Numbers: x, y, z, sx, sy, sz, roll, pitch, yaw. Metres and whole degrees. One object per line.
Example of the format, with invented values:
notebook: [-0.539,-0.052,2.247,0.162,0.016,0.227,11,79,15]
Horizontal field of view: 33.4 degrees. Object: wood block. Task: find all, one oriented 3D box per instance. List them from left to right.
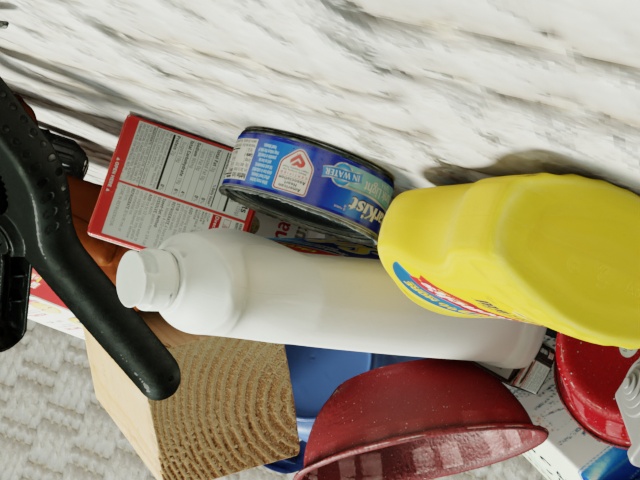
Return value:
wood block: [-0.097,0.086,0.732,0.090,0.090,0.206,-13,-167,-20]

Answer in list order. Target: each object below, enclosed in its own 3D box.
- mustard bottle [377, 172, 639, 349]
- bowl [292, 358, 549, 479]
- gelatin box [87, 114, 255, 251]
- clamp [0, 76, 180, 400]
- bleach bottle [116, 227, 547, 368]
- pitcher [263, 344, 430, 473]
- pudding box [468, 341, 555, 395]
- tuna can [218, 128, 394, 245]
mustard bottle: [0.078,0.007,0.479,0.096,0.058,0.192,20,175,-16]
bowl: [0.058,0.114,0.674,0.162,0.055,0.162,-9,158,-4]
gelatin box: [-0.081,-0.024,0.622,0.089,0.073,0.030,18,176,-6]
clamp: [-0.172,-0.006,0.598,0.165,0.036,0.210,0,120,42]
bleach bottle: [0.009,0.029,0.588,0.250,0.068,0.103,5,-170,-39]
pitcher: [0.018,0.120,0.854,0.145,0.149,0.242,9,167,19]
pudding box: [0.100,0.063,0.739,0.114,0.039,0.090,26,180,25]
tuna can: [-0.006,-0.027,0.544,0.086,0.034,0.086,18,175,2]
